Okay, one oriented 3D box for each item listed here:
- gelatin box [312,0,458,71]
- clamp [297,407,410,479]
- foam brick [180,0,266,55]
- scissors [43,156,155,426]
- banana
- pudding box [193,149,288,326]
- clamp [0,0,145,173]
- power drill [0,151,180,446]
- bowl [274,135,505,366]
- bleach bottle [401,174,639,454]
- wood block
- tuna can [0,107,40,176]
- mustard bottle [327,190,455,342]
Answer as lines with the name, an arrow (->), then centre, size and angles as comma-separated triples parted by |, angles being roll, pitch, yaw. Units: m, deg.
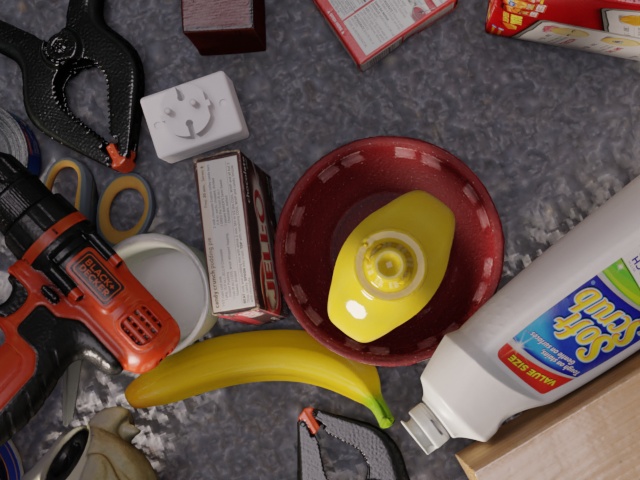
gelatin box -> 0.046, -0.180, 0.789 | 0.089, 0.030, 0.073 | -34, 84, 3
clamp -> 0.033, 0.199, 0.770 | 0.171, 0.039, 0.120 | 43, 74, 7
foam brick -> -0.069, -0.169, 0.775 | 0.053, 0.078, 0.051 | -3, 87, 3
scissors -> -0.164, 0.034, 0.807 | 0.096, 0.016, 0.202 | -10, 87, 5
banana -> -0.042, 0.095, 0.774 | 0.198, 0.069, 0.037 | 1, 131, 11
pudding box -> -0.055, 0.001, 0.757 | 0.039, 0.090, 0.113 | -11, 80, 8
clamp -> -0.185, -0.150, 0.803 | 0.164, 0.036, 0.210 | -35, 80, 4
power drill -> -0.211, 0.054, 0.682 | 0.184, 0.057, 0.187 | 45, 71, 4
bowl -> 0.049, 0.008, 0.769 | 0.162, 0.055, 0.162 | 0, 88, 5
bleach bottle -> 0.165, 0.061, 0.725 | 0.251, 0.068, 0.102 | -38, 115, -4
wood block -> 0.206, 0.136, 0.726 | 0.206, 0.090, 0.091 | -31, 86, -2
tuna can -> -0.258, -0.061, 0.810 | 0.086, 0.033, 0.086 | 0, 88, 5
mustard bottle -> 0.043, 0.016, 0.644 | 0.058, 0.191, 0.096 | 37, 91, 6
